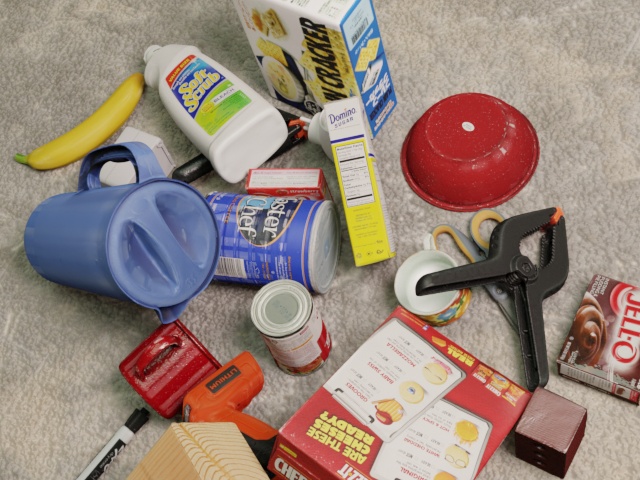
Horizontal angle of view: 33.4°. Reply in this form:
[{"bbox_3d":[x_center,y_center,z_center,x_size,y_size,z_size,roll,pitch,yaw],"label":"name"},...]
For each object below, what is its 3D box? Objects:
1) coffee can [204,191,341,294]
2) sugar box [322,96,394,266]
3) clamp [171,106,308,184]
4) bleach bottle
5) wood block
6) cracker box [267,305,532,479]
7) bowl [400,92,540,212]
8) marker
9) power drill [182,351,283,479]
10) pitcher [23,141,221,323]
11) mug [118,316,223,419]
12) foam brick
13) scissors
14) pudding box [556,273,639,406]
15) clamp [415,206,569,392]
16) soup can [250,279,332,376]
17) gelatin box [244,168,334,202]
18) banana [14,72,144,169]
[{"bbox_3d":[-0.058,0.001,1.184,0.140,0.103,0.102,5,62,17],"label":"coffee can"},{"bbox_3d":[0.042,-0.063,1.158,0.048,0.093,0.176,-14,90,6],"label":"sugar box"},{"bbox_3d":[-0.103,-0.118,1.301,0.172,0.039,0.120,-1,61,18],"label":"clamp"},{"bbox_3d":[-0.148,-0.170,1.291,0.102,0.068,0.251,-41,49,-10],"label":"bleach bottle"},{"bbox_3d":[-0.148,0.273,1.003,0.206,0.090,0.091,-50,56,21],"label":"wood block"},{"bbox_3d":[0.078,0.180,1.010,0.164,0.072,0.213,34,47,16],"label":"cracker box"},{"bbox_3d":[0.169,-0.115,1.224,0.162,0.055,0.162,-6,60,10],"label":"bowl"},{"bbox_3d":[-0.227,0.228,1.144,0.020,0.020,0.121,32,72,27],"label":"marker"},{"bbox_3d":[-0.032,0.187,1.081,0.188,0.057,0.184,29,46,33],"label":"power drill"},{"bbox_3d":[-0.227,-0.010,1.160,0.243,0.144,0.149,3,60,51],"label":"pitcher"},{"bbox_3d":[-0.162,0.132,1.130,0.081,0.117,0.093,-43,72,-7],"label":"mug"},{"bbox_3d":[0.221,0.185,1.026,0.053,0.078,0.051,23,67,24],"label":"foam brick"},{"bbox_3d":[0.202,0.039,1.150,0.096,0.016,0.202,-41,60,-8],"label":"scissors"},{"bbox_3d":[0.300,0.098,1.079,0.090,0.039,0.113,20,67,22],"label":"pudding box"},{"bbox_3d":[0.195,0.033,1.107,0.164,0.036,0.209,35,55,-7],"label":"clamp"},{"bbox_3d":[-0.030,0.093,1.125,0.068,0.102,0.068,-6,59,10],"label":"soup can"},{"bbox_3d":[-0.035,-0.052,1.225,0.089,0.073,0.030,0,61,13],"label":"gelatin box"},{"bbox_3d":[-0.299,-0.145,1.364,0.197,0.037,0.070,-34,60,-7],"label":"banana"}]
